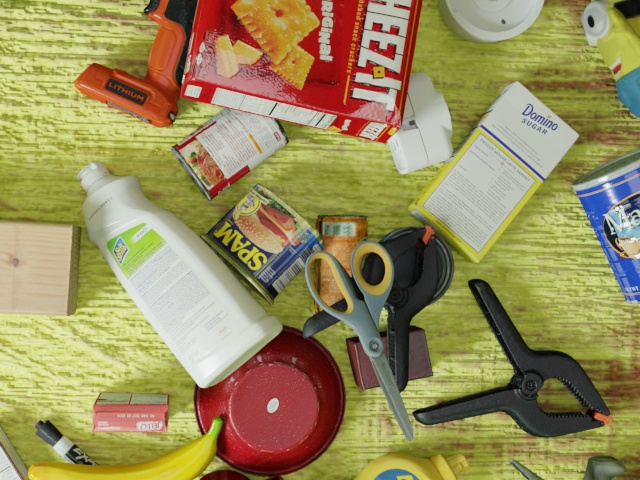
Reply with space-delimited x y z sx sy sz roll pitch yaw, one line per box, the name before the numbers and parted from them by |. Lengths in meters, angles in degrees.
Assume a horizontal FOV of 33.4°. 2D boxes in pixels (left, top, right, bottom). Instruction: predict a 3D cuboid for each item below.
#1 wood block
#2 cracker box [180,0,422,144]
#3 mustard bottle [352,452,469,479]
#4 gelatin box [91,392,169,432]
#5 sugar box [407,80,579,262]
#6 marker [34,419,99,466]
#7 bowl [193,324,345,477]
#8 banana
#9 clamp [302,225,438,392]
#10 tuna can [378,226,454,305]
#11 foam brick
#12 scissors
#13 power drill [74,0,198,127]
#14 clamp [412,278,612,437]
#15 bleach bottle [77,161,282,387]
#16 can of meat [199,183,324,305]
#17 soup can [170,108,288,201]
wood block | -0.345 0.024 1.044 0.206 0.090 0.091 3 89 -7
cracker box | -0.016 -0.201 1.039 0.213 0.072 0.164 12 80 -10
mustard bottle | 0.070 0.277 1.112 0.191 0.058 0.096 -29 95 -7
gelatin box | -0.188 0.172 1.063 0.073 0.089 0.030 2 89 -8
sugar box | 0.183 -0.072 1.133 0.093 0.048 0.176 41 82 -5
marker | -0.244 0.227 1.092 0.121 0.020 0.020 43 85 -5
bowl | -0.050 0.168 1.099 0.162 0.055 0.162 0 90 -7
banana | -0.188 0.229 1.070 0.197 0.037 0.069 -15 102 -8
clamp | 0.074 0.066 1.076 0.120 0.039 0.171 44 76 -12
tuna can | 0.096 0.028 1.127 0.086 0.034 0.086 0 90 -7
foam brick | 0.072 0.122 1.115 0.078 0.053 0.051 -10 91 -7
scissors | 0.063 0.086 1.039 0.096 0.016 0.202 -36 87 -14
power drill | -0.176 -0.223 1.080 0.184 0.057 0.187 25 87 -6
clamp | 0.217 0.142 1.141 0.210 0.036 0.164 17 88 -9
bleach bottle | -0.152 0.020 1.062 0.103 0.068 0.251 -40 80 11
can of meat | -0.057 0.001 1.080 0.084 0.057 0.102 -45 59 -8
soup can | -0.092 -0.097 1.086 0.102 0.068 0.068 -37 94 -7
